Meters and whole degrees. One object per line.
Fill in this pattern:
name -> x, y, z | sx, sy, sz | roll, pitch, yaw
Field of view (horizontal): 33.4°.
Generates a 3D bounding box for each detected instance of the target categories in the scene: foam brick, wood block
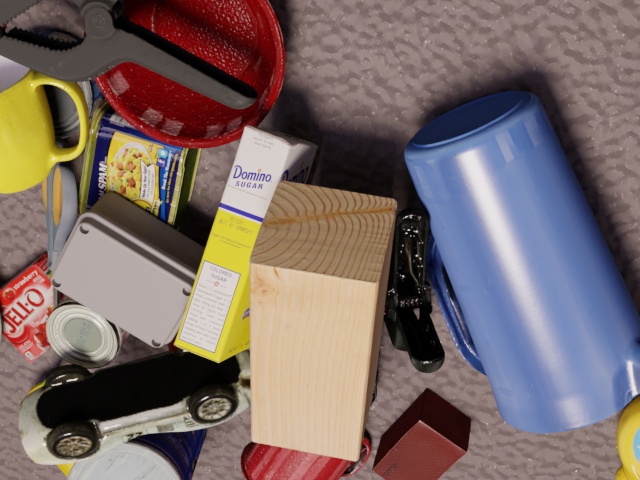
foam brick -> 0.091, 0.184, 0.962 | 0.053, 0.051, 0.078 | 36, 120, -5
wood block -> -0.001, 0.066, 0.810 | 0.091, 0.090, 0.206 | 10, 134, 7

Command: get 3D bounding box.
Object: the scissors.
scissors -> -0.225, 0.012, 0.924 | 0.016, 0.096, 0.202 | -6, 102, -25

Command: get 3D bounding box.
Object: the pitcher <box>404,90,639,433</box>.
pitcher -> 0.150, 0.015, 0.823 | 0.149, 0.145, 0.243 | -23, 106, 10

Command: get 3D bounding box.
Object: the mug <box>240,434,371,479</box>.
mug -> -0.004, 0.193, 0.979 | 0.117, 0.093, 0.082 | 16, 120, -30

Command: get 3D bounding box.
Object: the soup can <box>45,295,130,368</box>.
soup can -> -0.190, 0.059, 0.941 | 0.068, 0.102, 0.068 | 6, 119, 11

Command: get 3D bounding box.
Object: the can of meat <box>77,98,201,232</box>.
can of meat -> -0.150, -0.059, 0.895 | 0.084, 0.057, 0.102 | 17, 120, 3

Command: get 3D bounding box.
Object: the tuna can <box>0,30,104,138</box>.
tuna can -> -0.224, -0.130, 0.889 | 0.086, 0.033, 0.086 | 6, 119, 11

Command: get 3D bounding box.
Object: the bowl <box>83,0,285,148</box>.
bowl -> -0.099, -0.156, 0.830 | 0.162, 0.055, 0.162 | 6, 119, 12

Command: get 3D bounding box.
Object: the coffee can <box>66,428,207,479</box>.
coffee can -> -0.163, 0.197, 0.973 | 0.103, 0.140, 0.103 | 1, 108, 3

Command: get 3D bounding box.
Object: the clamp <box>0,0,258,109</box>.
clamp -> -0.153, -0.175, 0.775 | 0.210, 0.036, 0.164 | 1, 116, 7

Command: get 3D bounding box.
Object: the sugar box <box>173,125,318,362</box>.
sugar box -> -0.055, 0.001, 0.833 | 0.048, 0.093, 0.176 | 22, 98, 10

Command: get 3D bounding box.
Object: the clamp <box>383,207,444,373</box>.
clamp -> 0.071, 0.055, 0.838 | 0.039, 0.120, 0.171 | 0, 162, 1

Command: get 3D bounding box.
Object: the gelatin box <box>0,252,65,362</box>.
gelatin box -> -0.267, 0.064, 1.006 | 0.089, 0.030, 0.073 | -33, 105, 27
